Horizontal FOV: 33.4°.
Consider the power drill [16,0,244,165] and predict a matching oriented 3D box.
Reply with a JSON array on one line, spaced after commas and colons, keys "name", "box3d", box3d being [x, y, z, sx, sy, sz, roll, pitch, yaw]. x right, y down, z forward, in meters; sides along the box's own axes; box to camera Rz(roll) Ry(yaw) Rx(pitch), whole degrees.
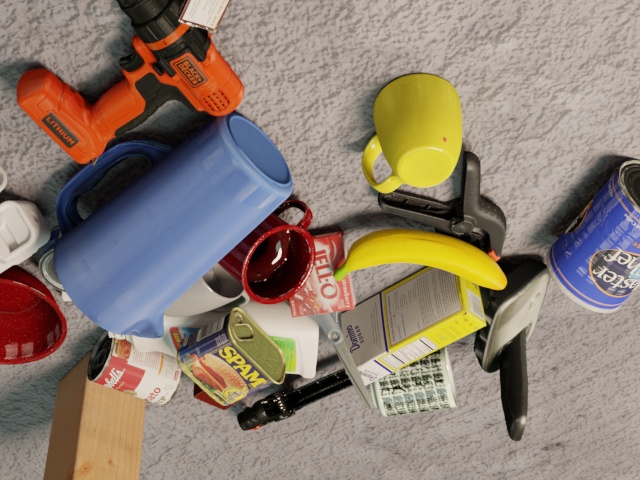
[{"name": "power drill", "box3d": [-0.191, -0.161, 1.004, 0.188, 0.057, 0.184, -23, 130, 21]}]

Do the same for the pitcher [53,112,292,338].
[{"name": "pitcher", "box3d": [-0.155, -0.028, 1.095, 0.243, 0.145, 0.149, -39, 130, 20]}]

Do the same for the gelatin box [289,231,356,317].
[{"name": "gelatin box", "box3d": [-0.003, 0.038, 1.211, 0.073, 0.030, 0.089, -9, 97, 9]}]

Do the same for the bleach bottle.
[{"name": "bleach bottle", "box3d": [-0.129, 0.114, 1.297, 0.251, 0.068, 0.103, 2, 134, -2]}]

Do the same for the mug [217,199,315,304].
[{"name": "mug", "box3d": [-0.058, 0.001, 1.155, 0.117, 0.082, 0.093, -49, 133, -5]}]

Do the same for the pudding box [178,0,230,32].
[{"name": "pudding box", "box3d": [-0.084, -0.246, 0.894, 0.039, 0.090, 0.114, 15, 134, -19]}]

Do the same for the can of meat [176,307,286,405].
[{"name": "can of meat", "box3d": [-0.104, 0.137, 1.238, 0.084, 0.057, 0.102, -28, 121, 24]}]

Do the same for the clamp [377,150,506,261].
[{"name": "clamp", "box3d": [0.159, -0.034, 1.167, 0.120, 0.039, 0.171, -27, 138, 37]}]

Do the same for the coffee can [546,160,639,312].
[{"name": "coffee can", "box3d": [0.327, -0.003, 1.162, 0.102, 0.103, 0.140, 16, 134, -19]}]

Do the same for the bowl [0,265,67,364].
[{"name": "bowl", "box3d": [-0.375, 0.077, 1.250, 0.162, 0.055, 0.162, -1, 137, -1]}]

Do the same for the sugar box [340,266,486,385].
[{"name": "sugar box", "box3d": [0.106, 0.094, 1.263, 0.176, 0.093, 0.048, -32, 131, 29]}]

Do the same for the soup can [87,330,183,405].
[{"name": "soup can", "box3d": [-0.231, 0.160, 1.335, 0.102, 0.068, 0.069, 25, 130, -26]}]

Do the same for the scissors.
[{"name": "scissors", "box3d": [0.027, 0.092, 1.239, 0.096, 0.016, 0.202, -41, 91, 13]}]

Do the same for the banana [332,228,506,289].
[{"name": "banana", "box3d": [0.115, 0.019, 1.178, 0.197, 0.037, 0.070, 5, 139, -5]}]

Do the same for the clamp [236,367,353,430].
[{"name": "clamp", "box3d": [-0.057, 0.215, 1.374, 0.164, 0.036, 0.210, -14, 167, -39]}]

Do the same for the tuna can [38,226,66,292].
[{"name": "tuna can", "box3d": [-0.276, 0.022, 1.212, 0.086, 0.034, 0.086, -1, 137, -1]}]

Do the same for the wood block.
[{"name": "wood block", "box3d": [-0.281, 0.255, 1.334, 0.090, 0.206, 0.091, 28, 128, -29]}]
